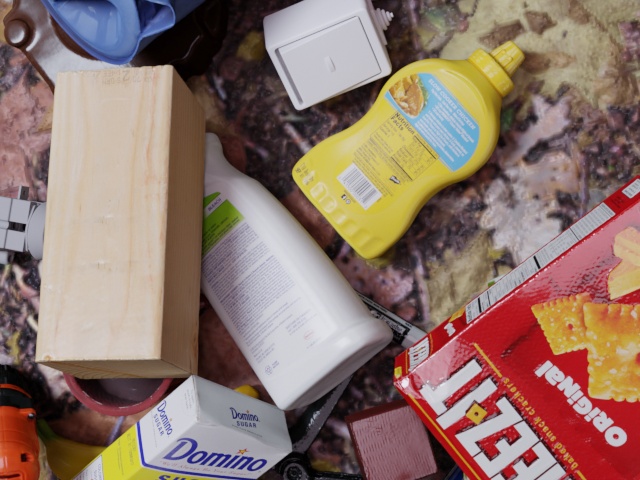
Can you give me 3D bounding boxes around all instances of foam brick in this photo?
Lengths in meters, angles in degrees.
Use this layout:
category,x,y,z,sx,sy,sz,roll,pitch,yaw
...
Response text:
category,x,y,z,sx,sy,sz,roll,pitch,yaw
foam brick,0.050,0.148,0.776,0.051,0.078,0.053,-16,84,-3

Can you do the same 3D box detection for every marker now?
category,x,y,z,sx,sy,sz,roll,pitch,yaw
marker,0.030,0.051,0.837,0.121,0.020,0.020,32,94,9

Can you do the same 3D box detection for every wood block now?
category,x,y,z,sx,sy,sz,roll,pitch,yaw
wood block,-0.138,-0.010,0.761,0.090,0.091,0.206,-2,75,9

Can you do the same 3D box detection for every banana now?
category,x,y,z,sx,sy,sz,roll,pitch,yaw
banana,-0.140,0.165,0.857,0.198,0.037,0.069,-11,89,10

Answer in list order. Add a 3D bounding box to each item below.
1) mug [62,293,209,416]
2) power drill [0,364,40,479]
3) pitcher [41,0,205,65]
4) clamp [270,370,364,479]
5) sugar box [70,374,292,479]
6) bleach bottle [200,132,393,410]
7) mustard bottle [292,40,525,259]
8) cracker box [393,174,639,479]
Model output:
category,x,y,z,sx,sy,sz,roll,pitch,yaw
mug,-0.136,0.079,0.835,0.117,0.081,0.093,-39,83,7
power drill,-0.245,0.205,0.831,0.057,0.184,0.188,-5,106,-15
pitcher,-0.100,-0.249,0.772,0.242,0.145,0.149,-42,103,-26
clamp,-0.017,0.168,0.835,0.171,0.039,0.120,-18,79,3
sugar box,-0.114,0.176,0.796,0.176,0.093,0.048,-40,43,26
bleach bottle,-0.055,0.001,0.820,0.103,0.068,0.251,-41,72,19
mustard bottle,0.077,-0.080,0.811,0.192,0.058,0.096,-42,83,7
cracker box,0.180,0.087,0.708,0.214,0.072,0.164,-39,92,11
